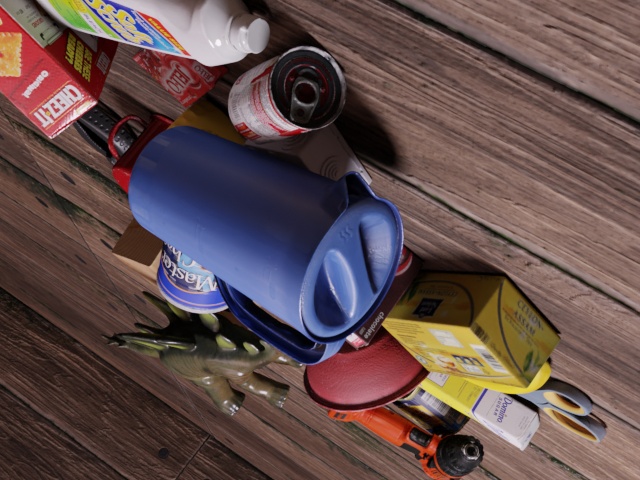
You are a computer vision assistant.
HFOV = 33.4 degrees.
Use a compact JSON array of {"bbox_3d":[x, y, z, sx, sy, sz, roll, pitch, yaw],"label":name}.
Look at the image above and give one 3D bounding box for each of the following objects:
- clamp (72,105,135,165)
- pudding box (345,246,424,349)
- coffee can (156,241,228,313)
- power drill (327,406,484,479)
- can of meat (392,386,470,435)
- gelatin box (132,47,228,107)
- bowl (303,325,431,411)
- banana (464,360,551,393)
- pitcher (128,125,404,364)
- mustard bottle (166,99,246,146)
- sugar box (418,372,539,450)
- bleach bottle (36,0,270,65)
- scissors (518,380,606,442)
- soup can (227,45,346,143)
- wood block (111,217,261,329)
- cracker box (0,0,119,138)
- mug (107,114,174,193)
[{"bbox_3d":[-0.257,-0.111,1.383,0.209,0.036,0.165,44,160,-30],"label":"clamp"},{"bbox_3d":[0.038,0.039,1.080,0.090,0.113,0.039,38,159,-2],"label":"pudding box"},{"bbox_3d":[-0.130,0.000,1.226,0.103,0.102,0.140,32,133,17],"label":"coffee can"},{"bbox_3d":[0.105,0.234,1.320,0.187,0.057,0.184,32,161,3],"label":"power drill"},{"bbox_3d":[0.141,0.205,1.372,0.084,0.057,0.102,39,161,-9],"label":"can of meat"},{"bbox_3d":[-0.137,-0.170,1.034,0.073,0.030,0.089,43,161,-15],"label":"gelatin box"},{"bbox_3d":[0.048,0.116,1.189,0.162,0.162,0.055,16,138,48],"label":"bowl"},{"bbox_3d":[0.187,0.131,1.152,0.198,0.037,0.069,-5,106,60],"label":"banana"},{"bbox_3d":[-0.058,-0.006,0.955,0.243,0.149,0.145,27,168,34],"label":"pitcher"},{"bbox_3d":[-0.079,-0.051,1.084,0.192,0.096,0.058,40,165,9],"label":"mustard bottle"},{"bbox_3d":[0.170,0.179,1.254,0.176,0.048,0.093,33,173,21],"label":"sugar box"},{"bbox_3d":[-0.149,-0.208,0.921,0.251,0.068,0.102,22,159,34],"label":"bleach bottle"},{"bbox_3d":[0.222,0.156,1.170,0.202,0.016,0.096,31,157,25],"label":"scissors"},{"bbox_3d":[-0.031,-0.120,0.899,0.068,0.068,0.102,44,161,-17],"label":"soup can"},{"bbox_3d":[-0.173,0.042,1.464,0.091,0.090,0.206,18,160,44],"label":"wood block"},{"bbox_3d":[-0.299,-0.220,1.019,0.213,0.072,0.164,47,-160,-25],"label":"cracker box"},{"bbox_3d":[-0.196,-0.094,1.240,0.117,0.081,0.093,44,161,-19],"label":"mug"}]
